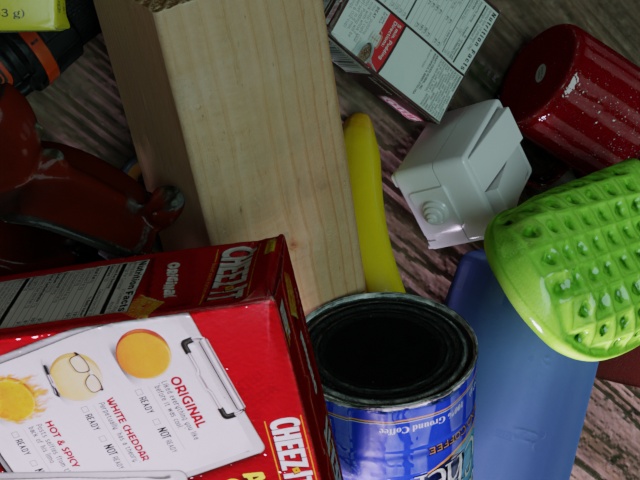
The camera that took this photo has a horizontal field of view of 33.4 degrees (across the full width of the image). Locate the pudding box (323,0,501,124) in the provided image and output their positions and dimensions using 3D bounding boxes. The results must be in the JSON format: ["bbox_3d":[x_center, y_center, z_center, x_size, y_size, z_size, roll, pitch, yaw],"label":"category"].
[{"bbox_3d":[0.053,-0.141,0.691,0.113,0.039,0.090,33,84,-35],"label":"pudding box"}]

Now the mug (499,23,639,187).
[{"bbox_3d":[0.172,-0.088,0.742,0.081,0.093,0.117,27,118,-23],"label":"mug"}]

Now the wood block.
[{"bbox_3d":[-0.046,-0.054,0.580,0.090,0.091,0.206,-27,127,-22],"label":"wood block"}]

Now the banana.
[{"bbox_3d":[0.035,0.011,0.670,0.069,0.037,0.198,-1,71,-61],"label":"banana"}]

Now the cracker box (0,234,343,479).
[{"bbox_3d":[-0.105,0.094,0.508,0.214,0.072,0.164,-9,117,8],"label":"cracker box"}]

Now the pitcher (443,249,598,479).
[{"bbox_3d":[0.104,0.131,0.727,0.149,0.145,0.243,21,86,-54],"label":"pitcher"}]

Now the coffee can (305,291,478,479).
[{"bbox_3d":[0.036,0.115,0.603,0.102,0.103,0.140,-18,124,-23],"label":"coffee can"}]
